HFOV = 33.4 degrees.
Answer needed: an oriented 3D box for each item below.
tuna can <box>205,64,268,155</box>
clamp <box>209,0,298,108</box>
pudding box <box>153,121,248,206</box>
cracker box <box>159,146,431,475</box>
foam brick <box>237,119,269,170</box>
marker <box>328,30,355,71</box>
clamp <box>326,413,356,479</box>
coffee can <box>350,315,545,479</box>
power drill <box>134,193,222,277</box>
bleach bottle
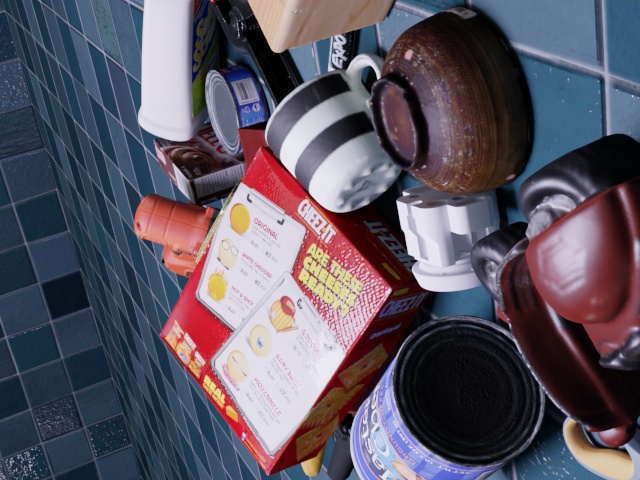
[{"bbox_3d":[-0.083,-0.130,1.058,0.086,0.033,0.086,50,149,45],"label":"tuna can"},{"bbox_3d":[-0.057,-0.182,0.936,0.172,0.039,0.120,-132,34,-56],"label":"clamp"},{"bbox_3d":[-0.112,-0.084,1.108,0.114,0.090,0.039,47,152,49],"label":"pudding box"},{"bbox_3d":[-0.023,0.055,0.859,0.164,0.071,0.214,48,124,26],"label":"cracker box"},{"bbox_3d":[-0.033,-0.081,0.945,0.078,0.053,0.051,15,123,67],"label":"foam brick"},{"bbox_3d":[0.016,-0.145,0.794,0.020,0.020,0.121,59,158,31],"label":"marker"},{"bbox_3d":[0.031,0.186,1.055,0.210,0.036,0.164,17,123,67],"label":"clamp"},{"bbox_3d":[0.084,0.125,0.742,0.103,0.102,0.140,64,160,20],"label":"coffee can"},{"bbox_3d":[-0.095,0.010,1.094,0.188,0.184,0.057,123,166,-78],"label":"power drill"},{"bbox_3d":[-0.138,-0.219,1.041,0.068,0.102,0.251,19,142,10],"label":"bleach bottle"}]
